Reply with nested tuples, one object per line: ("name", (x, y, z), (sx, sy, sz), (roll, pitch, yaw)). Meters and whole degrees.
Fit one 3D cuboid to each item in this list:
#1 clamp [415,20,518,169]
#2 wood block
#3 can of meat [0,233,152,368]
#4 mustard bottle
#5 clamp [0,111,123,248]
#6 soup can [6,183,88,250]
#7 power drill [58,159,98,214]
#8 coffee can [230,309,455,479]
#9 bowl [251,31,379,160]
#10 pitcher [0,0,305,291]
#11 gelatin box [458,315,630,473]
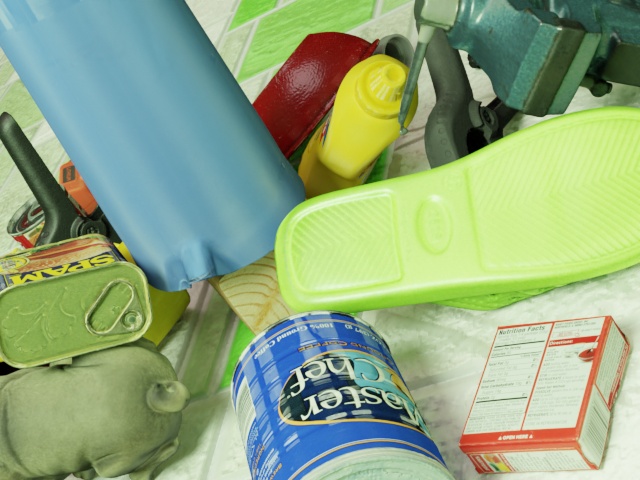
("clamp", (0.103, -0.094, 0.783), (0.039, 0.120, 0.171), (-34, 28, 40))
("wood block", (-0.056, 0.001, 0.841), (0.091, 0.090, 0.206), (-39, 29, -7))
("can of meat", (-0.174, 0.037, 0.723), (0.102, 0.057, 0.084), (-14, 20, -19))
("mustard bottle", (0.032, -0.088, 0.813), (0.096, 0.058, 0.192), (-58, 2, -18))
("clamp", (-0.204, -0.016, 0.968), (0.164, 0.210, 0.036), (-8, 13, -29))
("soup can", (-0.240, 0.005, 1.020), (0.069, 0.102, 0.068), (-27, 31, 17))
("power drill", (-0.192, -0.089, 1.154), (0.187, 0.057, 0.184), (-32, 26, 3))
("coffee can", (0.010, 0.117, 0.589), (0.103, 0.102, 0.140), (-34, 29, 5))
("bowl", (-0.018, -0.134, 0.965), (0.162, 0.055, 0.162), (-51, 7, 8))
("pitcher", (-0.118, -0.099, 0.708), (0.144, 0.242, 0.149), (-45, 37, -23))
("gelatin box", (0.124, 0.084, 0.587), (0.073, 0.030, 0.089), (-12, 37, 39))
